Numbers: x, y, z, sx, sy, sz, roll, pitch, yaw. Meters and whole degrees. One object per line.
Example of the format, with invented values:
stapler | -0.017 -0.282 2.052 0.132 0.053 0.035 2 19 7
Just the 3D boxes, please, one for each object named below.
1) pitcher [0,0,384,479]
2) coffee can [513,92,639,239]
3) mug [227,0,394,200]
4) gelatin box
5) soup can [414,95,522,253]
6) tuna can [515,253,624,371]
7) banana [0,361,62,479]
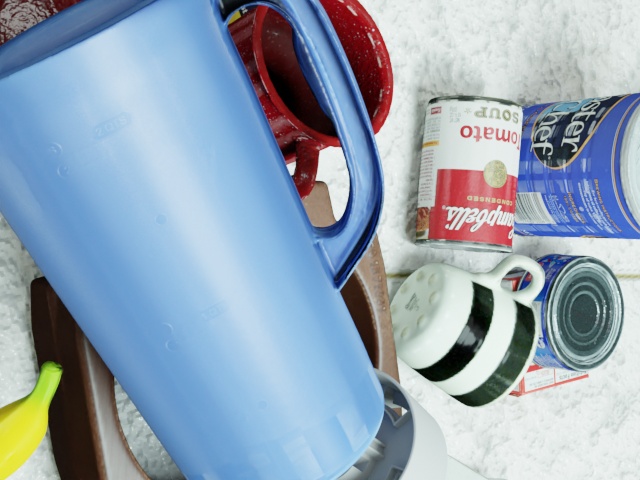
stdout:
pitcher | -0.053 0.001 0.497 0.144 0.149 0.243 -43 117 -36
coffee can | 0.198 -0.051 0.758 0.102 0.141 0.103 -1 92 -33
mug | -0.021 -0.072 0.566 0.093 0.082 0.117 10 71 -38
gelatin box | 0.165 0.067 0.807 0.073 0.030 0.089 -9 96 -34
soup can | 0.103 -0.044 0.740 0.068 0.069 0.102 7 87 -33
tuna can | 0.182 0.052 0.778 0.085 0.034 0.086 0 91 -35
banana | -0.223 0.112 0.534 0.197 0.037 0.069 -14 108 -16
